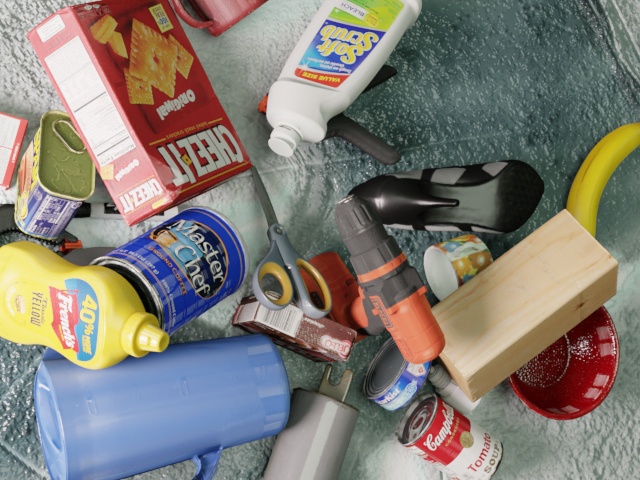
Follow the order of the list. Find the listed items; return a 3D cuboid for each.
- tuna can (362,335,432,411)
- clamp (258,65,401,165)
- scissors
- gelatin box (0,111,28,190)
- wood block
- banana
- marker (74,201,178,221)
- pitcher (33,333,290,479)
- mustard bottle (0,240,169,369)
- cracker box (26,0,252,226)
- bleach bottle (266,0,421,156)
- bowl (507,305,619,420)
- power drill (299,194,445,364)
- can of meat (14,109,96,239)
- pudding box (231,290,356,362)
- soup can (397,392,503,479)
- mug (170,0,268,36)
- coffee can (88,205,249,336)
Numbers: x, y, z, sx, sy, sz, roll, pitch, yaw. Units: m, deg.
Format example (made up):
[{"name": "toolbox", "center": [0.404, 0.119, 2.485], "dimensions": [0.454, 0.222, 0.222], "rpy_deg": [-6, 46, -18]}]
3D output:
[{"name": "tuna can", "center": [0.086, 0.145, 1.182], "dimensions": [0.033, 0.086, 0.086], "rpy_deg": [33, 73, -16]}, {"name": "clamp", "center": [0.017, -0.158, 1.217], "dimensions": [0.171, 0.039, 0.120], "rpy_deg": [13, 67, -16]}, {"name": "scissors", "center": [-0.057, 0.001, 1.124], "dimensions": [0.096, 0.016, 0.202], "rpy_deg": [-11, 59, -42]}, {"name": "gelatin box", "center": [-0.349, -0.098, 1.077], "dimensions": [0.089, 0.030, 0.073], "rpy_deg": [16, 80, -18]}, {"name": "wood block", "center": [0.218, 0.074, 1.178], "dimensions": [0.206, 0.091, 0.090], "rpy_deg": [-36, 61, -6]}, {"name": "banana", "center": [0.352, -0.077, 1.336], "dimensions": [0.069, 0.037, 0.197], "rpy_deg": [35, 74, -32]}, {"name": "marker", "center": [-0.211, -0.031, 1.126], "dimensions": [0.121, 0.020, 0.020], "rpy_deg": [2, 83, -20]}, {"name": "pitcher", "center": [-0.155, 0.175, 1.066], "dimensions": [0.242, 0.145, 0.149], "rpy_deg": [-8, 114, -24]}, {"name": "mustard bottle", "center": [-0.222, 0.068, 0.997], "dimensions": [0.058, 0.192, 0.096], "rpy_deg": [-18, 120, -60]}, {"name": "cracker box", "center": [-0.176, -0.140, 1.083], "dimensions": [0.214, 0.072, 0.164], "rpy_deg": [62, 31, -3]}, {"name": "bleach bottle", "center": [0.018, -0.191, 1.177], "dimensions": [0.102, 0.068, 0.250], "rpy_deg": [29, 62, -1]}, {"name": "bowl", "center": [0.274, 0.131, 1.269], "dimensions": [0.162, 0.055, 0.162], "rpy_deg": [3, 83, -20]}, {"name": "power drill", "center": [0.042, 0.044, 1.122], "dimensions": [0.057, 0.188, 0.184], "rpy_deg": [-29, 96, -20]}, {"name": "can of meat", "center": [-0.264, -0.063, 1.059], "dimensions": [0.057, 0.084, 0.102], "rpy_deg": [14, 52, -28]}, {"name": "pudding box", "center": [-0.029, 0.095, 1.142], "dimensions": [0.113, 0.090, 0.039], "rpy_deg": [27, 73, -15]}, {"name": "soup can", "center": [0.147, 0.227, 1.205], "dimensions": [0.102, 0.069, 0.068], "rpy_deg": [36, 73, -14]}, {"name": "mug", "center": [-0.113, -0.269, 1.151], "dimensions": [0.081, 0.093, 0.117], "rpy_deg": [55, 51, -12]}, {"name": "coffee can", "center": [-0.152, 0.037, 1.067], "dimensions": [0.140, 0.103, 0.103], "rpy_deg": [-35, 97, -50]}]
